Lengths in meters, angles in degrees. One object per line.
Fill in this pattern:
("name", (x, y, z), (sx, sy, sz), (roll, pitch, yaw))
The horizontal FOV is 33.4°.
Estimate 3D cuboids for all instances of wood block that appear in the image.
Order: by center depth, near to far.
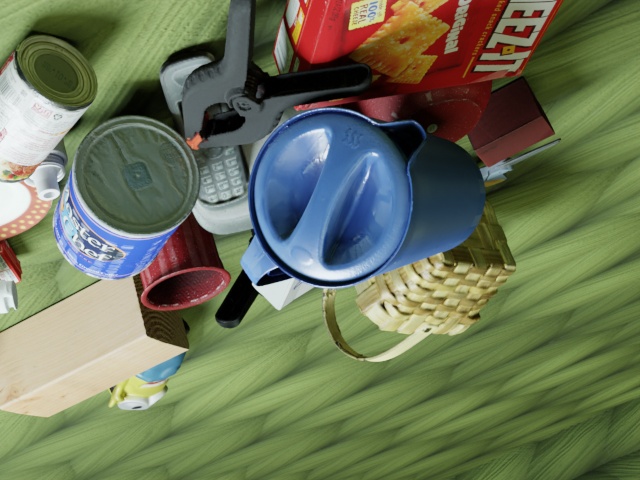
("wood block", (-0.265, 0.119, 1.217), (0.206, 0.091, 0.090), (-27, 155, 17))

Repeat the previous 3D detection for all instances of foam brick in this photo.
("foam brick", (0.188, -0.120, 1.083), (0.078, 0.051, 0.053), (-26, 154, 16))

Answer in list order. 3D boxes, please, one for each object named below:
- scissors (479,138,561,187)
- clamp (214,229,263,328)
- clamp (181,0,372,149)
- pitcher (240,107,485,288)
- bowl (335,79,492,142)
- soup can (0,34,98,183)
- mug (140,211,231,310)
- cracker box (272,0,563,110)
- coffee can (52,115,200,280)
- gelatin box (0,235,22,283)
("scissors", (0.206, -0.081, 1.166), (0.096, 0.016, 0.202), (-9, 172, -43))
("clamp", (-0.057, 0.001, 1.119), (0.036, 0.164, 0.209), (9, -176, 14))
("clamp", (-0.058, -0.123, 0.805), (0.172, 0.039, 0.120), (-24, 126, 38))
("pitcher", (0.045, -0.030, 0.885), (0.149, 0.145, 0.242), (8, -174, 25))
("bowl", (0.098, -0.126, 0.998), (0.162, 0.055, 0.162), (-15, 156, -7))
("soup can", (-0.222, -0.098, 0.806), (0.068, 0.068, 0.102), (5, 146, -43))
("mug", (-0.140, 0.017, 1.099), (0.093, 0.081, 0.117), (-32, 153, 27))
("cracker box", (0.082, -0.185, 0.837), (0.213, 0.072, 0.164), (-11, 155, -18))
("coffee can", (-0.169, -0.033, 0.910), (0.102, 0.103, 0.140), (-8, 167, -23))
("gelatin box", (-0.342, 0.024, 1.032), (0.089, 0.030, 0.073), (-15, 155, -6))
